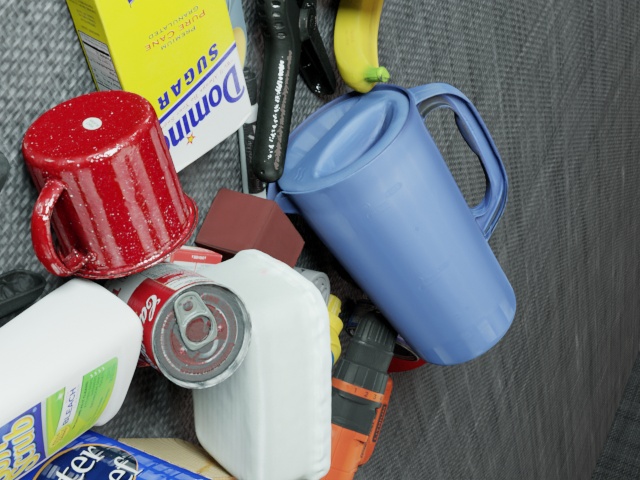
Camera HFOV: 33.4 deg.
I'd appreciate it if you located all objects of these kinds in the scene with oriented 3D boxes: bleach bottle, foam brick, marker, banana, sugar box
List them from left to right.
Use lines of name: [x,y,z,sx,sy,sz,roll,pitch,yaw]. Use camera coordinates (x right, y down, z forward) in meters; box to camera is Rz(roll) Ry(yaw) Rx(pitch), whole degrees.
bleach bottle: [-0.198,0.113,0.574,0.250,0.068,0.103,-40,159,-54]
sugar box: [-0.102,-0.130,0.675,0.093,0.048,0.176,-40,138,-26]
marker: [-0.056,-0.080,0.846,0.020,0.020,0.121,-45,142,-46]
foam brick: [-0.056,0.001,0.853,0.051,0.053,0.078,-66,154,-18]
banana: [0.042,-0.195,0.917,0.037,0.070,0.197,32,49,-36]

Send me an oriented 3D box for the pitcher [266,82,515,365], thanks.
pitcher: [0.082,-0.011,0.922,0.242,0.149,0.144,53,50,-31]

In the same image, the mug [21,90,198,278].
mug: [-0.134,-0.030,0.636,0.117,0.093,0.081,-54,143,-41]

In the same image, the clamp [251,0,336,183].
clamp: [-0.020,-0.170,0.829,0.164,0.036,0.210,-59,152,-58]

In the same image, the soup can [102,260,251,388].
soup can: [-0.098,0.051,0.702,0.068,0.102,0.068,-6,102,-30]

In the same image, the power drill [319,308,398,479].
power drill: [0.035,0.161,1.060,0.187,0.057,0.184,48,62,-80]

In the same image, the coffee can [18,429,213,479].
coffee can: [-0.133,0.186,0.697,0.102,0.140,0.103,-40,137,-50]

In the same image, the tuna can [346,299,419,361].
tuna can: [0.071,0.095,1.122,0.033,0.086,0.086,-66,153,-15]
